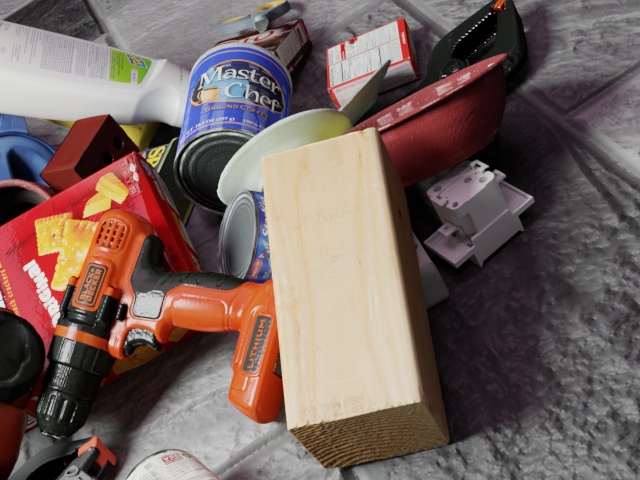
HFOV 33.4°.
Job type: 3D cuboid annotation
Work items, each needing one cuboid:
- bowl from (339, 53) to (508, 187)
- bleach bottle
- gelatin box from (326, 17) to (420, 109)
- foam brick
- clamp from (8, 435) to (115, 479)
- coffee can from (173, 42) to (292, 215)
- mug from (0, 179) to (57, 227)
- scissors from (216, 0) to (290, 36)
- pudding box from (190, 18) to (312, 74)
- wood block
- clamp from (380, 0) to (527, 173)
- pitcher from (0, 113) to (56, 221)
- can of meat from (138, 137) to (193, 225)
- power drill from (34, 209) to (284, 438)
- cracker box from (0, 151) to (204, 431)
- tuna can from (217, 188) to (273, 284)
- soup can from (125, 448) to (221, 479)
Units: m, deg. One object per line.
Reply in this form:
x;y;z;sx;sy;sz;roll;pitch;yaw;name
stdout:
0.085;-0.086;0.838;0.162;0.055;0.162;-28;8;4;bowl
-0.223;-0.154;1.072;0.250;0.068;0.102;10;45;-16;bleach bottle
0.050;-0.174;1.054;0.089;0.030;0.073;-20;40;16;gelatin box
-0.221;-0.075;1.026;0.051;0.053;0.078;-7;46;37;foam brick
-0.234;0.215;0.815;0.171;0.039;0.120;-32;38;7;clamp
-0.080;-0.106;1.010;0.103;0.102;0.140;-18;40;18;coffee can
-0.280;-0.005;1.033;0.093;0.117;0.081;-37;6;1;mug
-0.082;-0.234;1.163;0.096;0.016;0.201;-16;18;15;scissors
-0.076;-0.193;1.143;0.114;0.039;0.090;-8;31;27;pudding box
0.022;0.039;0.734;0.090;0.090;0.206;-14;58;12;wood block
0.131;-0.136;0.949;0.165;0.036;0.210;20;65;44;clamp
-0.376;-0.085;1.168;0.149;0.145;0.243;-46;37;-13;pitcher
-0.172;-0.046;1.046;0.084;0.057;0.102;-12;41;28;can of meat
-0.115;0.079;0.809;0.188;0.057;0.184;13;79;17;power drill
-0.212;0.043;0.921;0.214;0.072;0.164;-29;60;3;cracker box
-0.056;0.001;0.892;0.086;0.033;0.086;-172;90;-66;tuna can
-0.084;0.191;0.712;0.068;0.068;0.102;-44;38;-15;soup can
